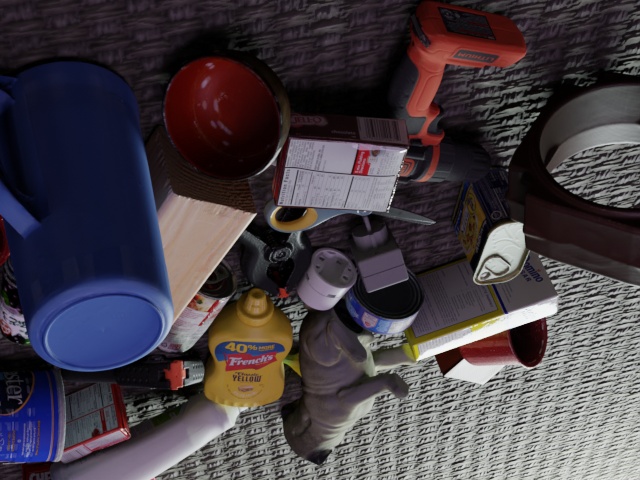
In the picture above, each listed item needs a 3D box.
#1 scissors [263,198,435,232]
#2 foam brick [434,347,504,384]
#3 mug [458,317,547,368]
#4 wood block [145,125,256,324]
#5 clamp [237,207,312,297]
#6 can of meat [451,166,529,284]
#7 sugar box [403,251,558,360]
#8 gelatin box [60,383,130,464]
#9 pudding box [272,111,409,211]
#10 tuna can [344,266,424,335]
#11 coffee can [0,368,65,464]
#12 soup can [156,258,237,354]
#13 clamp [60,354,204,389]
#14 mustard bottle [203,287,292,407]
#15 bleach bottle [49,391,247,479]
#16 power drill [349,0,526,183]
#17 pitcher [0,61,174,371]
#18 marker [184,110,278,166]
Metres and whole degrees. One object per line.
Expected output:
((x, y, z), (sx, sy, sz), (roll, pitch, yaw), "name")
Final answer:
((0.024, -0.025, 1.079), (0.096, 0.016, 0.201), (-44, 134, 19), "scissors")
((0.192, 0.146, 1.379), (0.078, 0.051, 0.053), (17, 129, -38), "foam brick")
((0.224, 0.105, 1.309), (0.082, 0.117, 0.093), (-9, 117, 41), "mug")
((-0.156, 0.000, 1.021), (0.090, 0.091, 0.206), (13, 133, -33), "wood block")
((-0.057, 0.001, 1.106), (0.120, 0.039, 0.171), (-7, 137, -14), "clamp")
((0.184, -0.017, 1.147), (0.057, 0.084, 0.102), (-7, 141, -15), "can of meat")
((0.177, 0.067, 1.241), (0.176, 0.093, 0.048), (-17, 143, -2), "sugar box")
((-0.270, 0.210, 1.246), (0.089, 0.073, 0.030), (-23, 142, 5), "gelatin box")
((0.017, -0.070, 0.974), (0.113, 0.039, 0.090), (4, 138, -10), "pudding box")
((0.071, 0.063, 1.198), (0.086, 0.086, 0.034), (-3, 141, -20), "tuna can")
((-0.358, 0.194, 1.166), (0.140, 0.103, 0.103), (1, 139, -23), "coffee can")
((-0.141, 0.065, 1.125), (0.068, 0.068, 0.102), (11, 134, -33), "soup can")
((-0.192, 0.141, 1.149), (0.164, 0.036, 0.210), (-1, 176, -16), "clamp")
((-0.081, 0.118, 1.222), (0.096, 0.058, 0.192), (4, 139, -7), "mustard bottle")
((-0.196, 0.245, 1.283), (0.250, 0.103, 0.068), (-27, 102, -13), "bleach bottle")
((0.114, -0.128, 1.001), (0.184, 0.057, 0.188), (5, 137, -26), "power drill")
((-0.199, -0.024, 0.847), (0.149, 0.243, 0.145), (-7, 139, -17), "pitcher")
((-0.081, -0.095, 0.993), (0.120, 0.020, 0.020), (19, 129, -39), "marker")
